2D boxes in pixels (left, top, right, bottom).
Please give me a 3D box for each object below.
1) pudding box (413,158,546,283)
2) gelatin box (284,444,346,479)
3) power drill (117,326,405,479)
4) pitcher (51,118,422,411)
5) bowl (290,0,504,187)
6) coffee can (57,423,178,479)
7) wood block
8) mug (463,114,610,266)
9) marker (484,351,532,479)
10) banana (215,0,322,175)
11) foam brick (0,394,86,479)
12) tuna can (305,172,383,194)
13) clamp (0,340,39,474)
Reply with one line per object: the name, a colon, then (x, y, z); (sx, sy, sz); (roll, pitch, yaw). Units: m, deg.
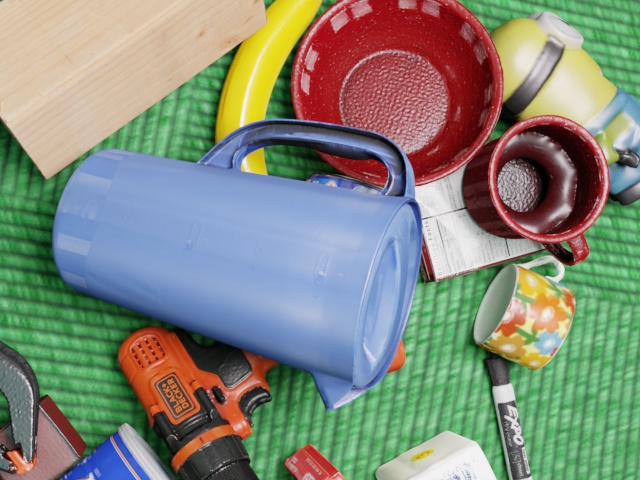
pudding box: (0.127, -0.022, 0.861); (0.113, 0.039, 0.090); (-15, 91, -9)
gelatin box: (0.016, 0.202, 0.805); (0.030, 0.073, 0.089); (-40, 107, -9)
power drill: (-0.033, 0.107, 0.786); (0.187, 0.057, 0.184); (-30, 67, -14)
pitcher: (-0.055, 0.001, 0.742); (0.243, 0.149, 0.145); (14, 128, 18)
bowl: (0.059, -0.114, 0.832); (0.162, 0.055, 0.162); (0, 81, 2)
coffee can: (-0.163, 0.215, 0.763); (0.140, 0.103, 0.103); (-39, 95, -10)
wood block: (-0.150, -0.152, 0.774); (0.206, 0.090, 0.091); (-37, 70, -10)
mug: (0.164, -0.033, 0.805); (0.093, 0.081, 0.117); (-34, 94, -10)
marker: (0.154, 0.149, 0.869); (0.020, 0.020, 0.121); (-11, 90, -11)
banana: (-0.045, -0.112, 0.835); (0.069, 0.037, 0.198); (10, 87, -29)
foam brick: (-0.206, 0.148, 0.770); (0.053, 0.078, 0.051); (-38, 93, -11)
tuna can: (0.025, -0.022, 0.817); (0.086, 0.086, 0.034); (19, 82, -10)
clamp: (-0.253, 0.088, 0.713); (0.120, 0.039, 0.171); (-26, 84, -4)
